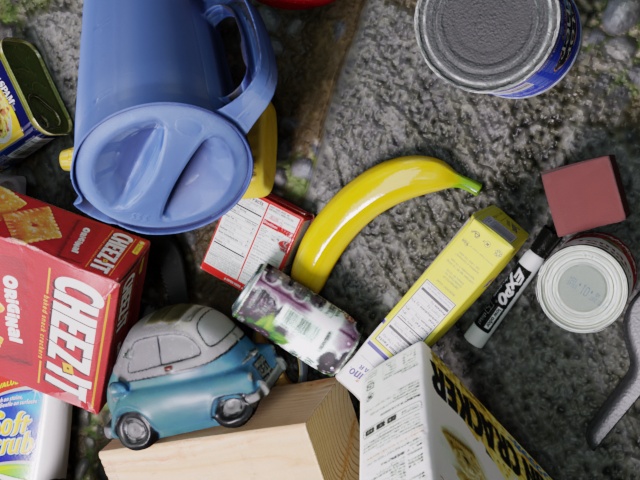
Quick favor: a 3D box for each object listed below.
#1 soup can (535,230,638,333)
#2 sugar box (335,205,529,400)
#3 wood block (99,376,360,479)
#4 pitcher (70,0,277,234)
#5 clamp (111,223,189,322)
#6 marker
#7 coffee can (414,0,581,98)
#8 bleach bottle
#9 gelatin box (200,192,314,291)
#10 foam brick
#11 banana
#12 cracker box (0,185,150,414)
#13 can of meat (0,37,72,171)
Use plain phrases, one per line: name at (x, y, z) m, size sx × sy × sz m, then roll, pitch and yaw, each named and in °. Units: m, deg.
soup can at (0.205, 0.030, 0.818) m, size 0.069 × 0.102 × 0.068 m, roll 2°, pitch 96°, yaw 20°
sugar box at (0.092, 0.053, 0.867) m, size 0.048 × 0.093 × 0.176 m, roll 40°, pitch 108°, yaw 11°
wood block at (-0.074, 0.190, 0.926) m, size 0.206 × 0.090 × 0.090 m, roll -12°, pitch 103°, yaw 26°
pitcher at (-0.124, -0.138, 0.852) m, size 0.149 × 0.243 × 0.145 m, roll -1°, pitch 138°, yaw -12°
clamp at (-0.199, 0.010, 0.971) m, size 0.164 × 0.036 × 0.210 m, roll -35°, pitch 89°, yaw -11°
marker at (0.160, 0.037, 0.879) m, size 0.020 × 0.020 × 0.121 m, roll 37°, pitch 106°, yaw 12°
coffee can at (0.137, -0.160, 0.802) m, size 0.103 × 0.140 × 0.103 m, roll 2°, pitch 97°, yaw 20°
bleach bottle at (-0.291, 0.169, 1.034) m, size 0.103 × 0.068 × 0.251 m, roll 9°, pitch 97°, yaw 18°
gelatin box at (-0.056, 0.001, 0.948) m, size 0.073 × 0.030 × 0.089 m, roll 27°, pitch 104°, yaw 16°
foam brick at (0.206, -0.035, 0.824) m, size 0.053 × 0.078 × 0.051 m, roll -14°, pitch 89°, yaw 20°
banana at (0.038, -0.017, 0.908) m, size 0.198 × 0.037 × 0.069 m, roll -34°, pitch 84°, yaw 20°
cracker box at (-0.267, 0.042, 0.920) m, size 0.214 × 0.072 × 0.164 m, roll 21°, pitch 128°, yaw 5°
can of meat at (-0.296, -0.125, 1.006) m, size 0.084 × 0.057 × 0.102 m, roll -28°, pitch 85°, yaw 22°
